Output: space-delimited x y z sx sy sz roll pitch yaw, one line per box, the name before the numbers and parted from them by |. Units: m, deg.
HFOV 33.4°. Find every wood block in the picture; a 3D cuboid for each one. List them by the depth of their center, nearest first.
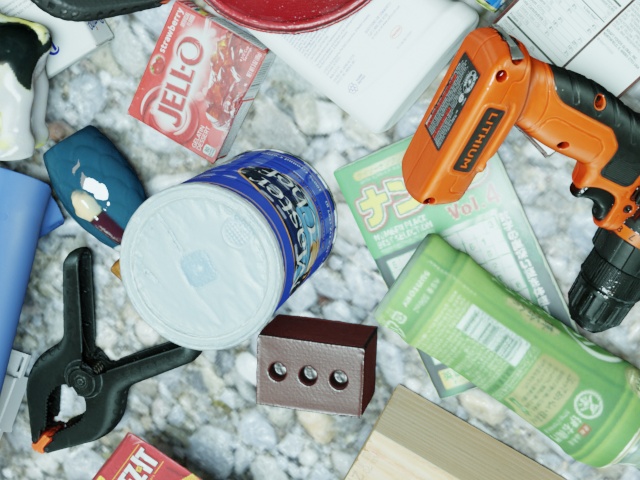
wood block | 0.114 0.198 0.724 0.206 0.090 0.090 29 108 6

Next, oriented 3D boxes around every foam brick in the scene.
foam brick | -0.002 0.087 0.749 0.078 0.051 0.053 5 104 14

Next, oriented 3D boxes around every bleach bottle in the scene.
bleach bottle | -0.025 -0.184 0.684 0.251 0.068 0.103 42 107 5

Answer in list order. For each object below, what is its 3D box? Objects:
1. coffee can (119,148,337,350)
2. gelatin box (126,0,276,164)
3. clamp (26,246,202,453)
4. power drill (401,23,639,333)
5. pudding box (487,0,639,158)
coffee can | -0.055 0.001 0.695 0.103 0.140 0.103 4 104 14
gelatin box | -0.083 -0.109 0.734 0.073 0.030 0.089 31 109 6
clamp | -0.163 0.100 0.804 0.120 0.039 0.172 31 116 11
power drill | 0.147 -0.036 0.640 0.187 0.057 0.185 15 116 -20
pudding box | 0.153 -0.120 0.663 0.090 0.039 0.114 46 109 0
